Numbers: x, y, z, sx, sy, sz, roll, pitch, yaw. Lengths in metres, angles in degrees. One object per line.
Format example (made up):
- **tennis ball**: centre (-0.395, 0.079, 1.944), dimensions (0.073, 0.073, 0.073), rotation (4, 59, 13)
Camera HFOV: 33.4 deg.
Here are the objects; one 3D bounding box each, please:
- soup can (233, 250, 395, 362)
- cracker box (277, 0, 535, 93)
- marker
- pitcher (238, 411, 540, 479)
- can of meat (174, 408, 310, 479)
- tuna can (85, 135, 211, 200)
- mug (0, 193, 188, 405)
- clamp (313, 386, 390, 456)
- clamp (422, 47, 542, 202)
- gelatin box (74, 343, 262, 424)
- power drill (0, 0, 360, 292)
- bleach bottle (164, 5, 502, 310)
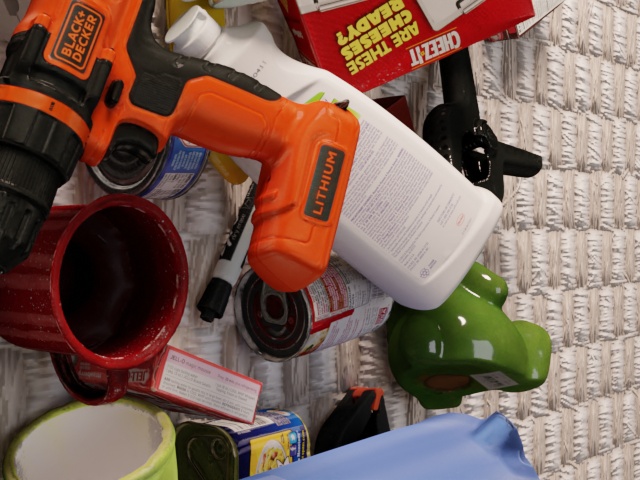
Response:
- **soup can**: centre (-0.002, 0.042, 0.753), dimensions (0.102, 0.069, 0.068), rotation (-12, 100, -50)
- **cracker box**: centre (0.037, -0.226, 0.733), dimensions (0.164, 0.072, 0.213), rotation (-24, 117, -5)
- **marker**: centre (-0.055, 0.001, 0.727), dimensions (0.020, 0.020, 0.121), rotation (44, 58, -41)
- **pitcher**: centre (0.026, 0.196, 0.670), dimensions (0.242, 0.145, 0.149), rotation (1, 79, -51)
- **can of meat**: centre (-0.051, 0.165, 0.706), dimensions (0.083, 0.058, 0.102), rotation (-2, 93, -52)
- **tuna can**: centre (-0.102, -0.066, 0.617), dimensions (0.033, 0.086, 0.086), rotation (-3, 93, -48)
- **mug**: centre (-0.132, 0.033, 0.586), dimensions (0.093, 0.082, 0.117), rotation (-19, 105, -48)
- **clamp**: centre (0.014, 0.193, 0.798), dimensions (0.120, 0.039, 0.171), rotation (21, 68, -53)
- **clamp**: centre (0.119, -0.090, 0.870), dimensions (0.164, 0.036, 0.209), rotation (59, 32, -11)
- **gelatin box**: centre (-0.091, 0.085, 0.642), dimensions (0.089, 0.073, 0.030), rotation (30, 68, -47)
- **power drill**: centre (-0.077, -0.042, 0.538), dimensions (0.187, 0.057, 0.184), rotation (26, 67, -27)
- **bleach bottle**: centre (0.006, -0.062, 0.687), dimensions (0.250, 0.068, 0.102), rotation (41, 75, -28)
